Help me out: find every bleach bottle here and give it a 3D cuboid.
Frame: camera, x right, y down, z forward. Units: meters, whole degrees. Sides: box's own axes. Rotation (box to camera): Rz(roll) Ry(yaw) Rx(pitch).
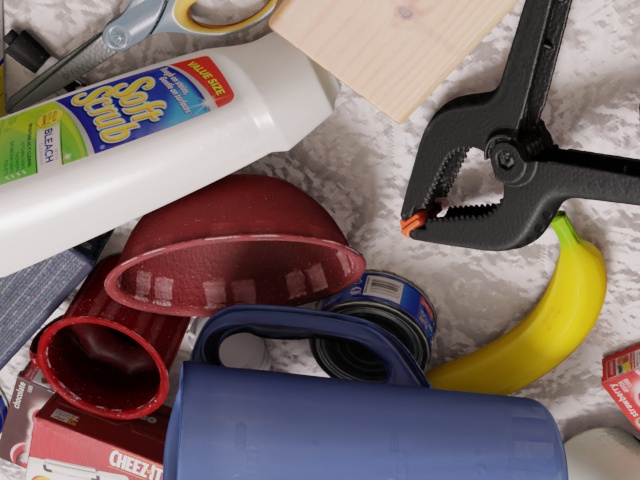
[{"bbox_3d":[-0.092,-0.067,0.625,0.251,0.102,0.068,-22,133,7],"label":"bleach bottle"}]

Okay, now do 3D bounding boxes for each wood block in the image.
[{"bbox_3d":[0.074,-0.169,0.516,0.090,0.090,0.206,35,126,-14],"label":"wood block"}]

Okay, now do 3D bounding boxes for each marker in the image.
[{"bbox_3d":[-0.150,-0.089,0.676,0.121,0.020,0.020,41,125,-17],"label":"marker"}]

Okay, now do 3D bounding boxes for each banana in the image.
[{"bbox_3d":[0.131,0.061,0.708,0.069,0.037,0.198,36,127,4],"label":"banana"}]

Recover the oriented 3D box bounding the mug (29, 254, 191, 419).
[{"bbox_3d":[-0.150,0.066,0.752,0.117,0.081,0.093,-10,123,21],"label":"mug"}]

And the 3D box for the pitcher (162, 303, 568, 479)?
[{"bbox_3d":[0.024,0.137,0.670,0.242,0.145,0.149,4,115,-9],"label":"pitcher"}]

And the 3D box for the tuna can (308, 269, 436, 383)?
[{"bbox_3d":[0.036,0.064,0.733,0.086,0.033,0.086,7,127,9],"label":"tuna can"}]

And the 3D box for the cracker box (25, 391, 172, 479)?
[{"bbox_3d":[-0.139,0.222,0.805,0.164,0.072,0.214,19,120,6],"label":"cracker box"}]

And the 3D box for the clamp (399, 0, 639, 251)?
[{"bbox_3d":[0.121,-0.045,0.594,0.164,0.036,0.210,55,137,11],"label":"clamp"}]

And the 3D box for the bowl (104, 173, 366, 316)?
[{"bbox_3d":[-0.054,0.001,0.669,0.162,0.055,0.162,-6,161,-2],"label":"bowl"}]

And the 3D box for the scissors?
[{"bbox_3d":[-0.118,-0.141,0.622,0.202,0.016,0.096,-13,117,16],"label":"scissors"}]

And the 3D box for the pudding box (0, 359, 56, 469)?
[{"bbox_3d":[-0.204,0.148,0.853,0.090,0.039,0.114,23,128,-3],"label":"pudding box"}]
